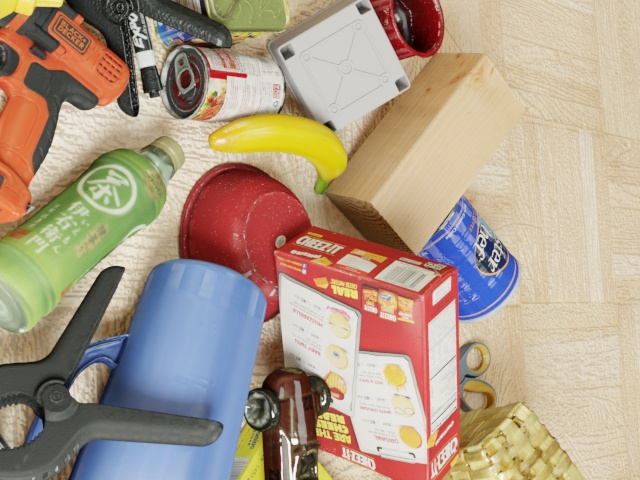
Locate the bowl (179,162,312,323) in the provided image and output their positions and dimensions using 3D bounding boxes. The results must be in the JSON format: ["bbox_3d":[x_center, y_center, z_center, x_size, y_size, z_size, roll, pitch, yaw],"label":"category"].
[{"bbox_3d":[-0.057,0.001,1.027,0.161,0.055,0.162,8,79,-45],"label":"bowl"}]

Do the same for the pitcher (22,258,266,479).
[{"bbox_3d":[-0.133,0.138,0.886,0.149,0.145,0.242,54,43,-53],"label":"pitcher"}]

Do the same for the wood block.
[{"bbox_3d":[0.112,-0.096,1.143,0.090,0.090,0.206,46,74,-31],"label":"wood block"}]

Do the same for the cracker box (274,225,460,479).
[{"bbox_3d":[0.047,0.108,0.995,0.072,0.164,0.214,-34,129,-44],"label":"cracker box"}]

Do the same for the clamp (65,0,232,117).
[{"bbox_3d":[-0.158,-0.204,0.921,0.171,0.120,0.039,61,7,-19],"label":"clamp"}]

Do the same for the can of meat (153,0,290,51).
[{"bbox_3d":[-0.094,-0.213,0.998,0.101,0.084,0.057,-13,94,-46],"label":"can of meat"}]

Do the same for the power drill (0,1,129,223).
[{"bbox_3d":[-0.255,-0.122,0.838,0.184,0.057,0.187,38,60,-29],"label":"power drill"}]

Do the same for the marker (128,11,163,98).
[{"bbox_3d":[-0.164,-0.189,0.970,0.020,0.020,0.121,-18,97,-46],"label":"marker"}]

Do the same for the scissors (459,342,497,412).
[{"bbox_3d":[0.145,0.147,1.241,0.201,0.016,0.096,29,62,-39],"label":"scissors"}]

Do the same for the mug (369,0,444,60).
[{"bbox_3d":[0.069,-0.237,1.171,0.117,0.082,0.093,-15,95,-46],"label":"mug"}]

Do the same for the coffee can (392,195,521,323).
[{"bbox_3d":[0.147,0.012,1.200,0.140,0.103,0.102,46,54,-31],"label":"coffee can"}]

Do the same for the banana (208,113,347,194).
[{"bbox_3d":[-0.027,-0.089,1.036,0.070,0.037,0.197,-53,146,11],"label":"banana"}]

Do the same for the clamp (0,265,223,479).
[{"bbox_3d":[-0.197,0.112,0.796,0.209,0.036,0.165,-19,67,-25],"label":"clamp"}]

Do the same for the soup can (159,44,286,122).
[{"bbox_3d":[-0.090,-0.144,1.004,0.102,0.069,0.068,-2,85,-46],"label":"soup can"}]
